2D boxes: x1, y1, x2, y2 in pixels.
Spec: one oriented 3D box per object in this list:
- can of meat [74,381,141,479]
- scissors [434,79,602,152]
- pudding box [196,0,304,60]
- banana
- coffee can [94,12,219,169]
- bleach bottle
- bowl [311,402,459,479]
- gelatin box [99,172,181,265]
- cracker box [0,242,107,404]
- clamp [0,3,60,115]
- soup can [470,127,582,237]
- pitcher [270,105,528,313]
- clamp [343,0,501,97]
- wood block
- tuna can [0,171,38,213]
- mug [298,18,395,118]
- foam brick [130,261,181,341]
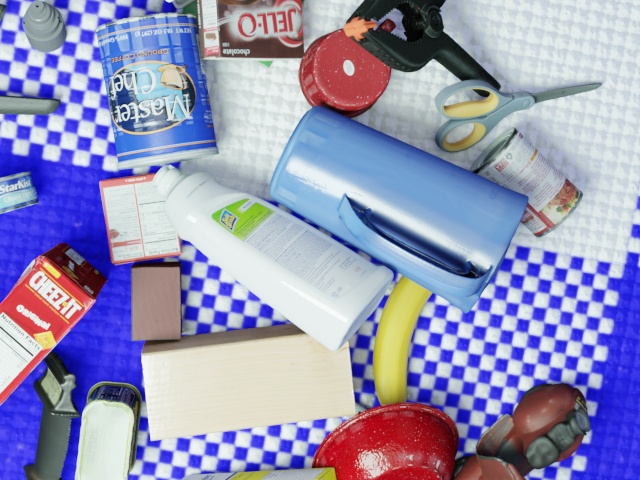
[{"bbox_3d":[-0.217,0.203,1.090,0.057,0.084,0.102,6,93,-7],"label":"can of meat"},{"bbox_3d":[0.204,-0.134,1.144,0.201,0.016,0.096,-1,133,-28],"label":"scissors"},{"bbox_3d":[-0.069,-0.225,1.063,0.113,0.039,0.090,-8,97,-39],"label":"pudding box"},{"bbox_3d":[0.095,0.094,1.141,0.069,0.037,0.198,25,90,-5],"label":"banana"},{"bbox_3d":[-0.163,-0.147,1.066,0.102,0.103,0.140,-9,94,-6],"label":"coffee can"},{"bbox_3d":[-0.057,0.001,1.061,0.251,0.102,0.068,35,133,11],"label":"bleach bottle"},{"bbox_3d":[0.074,0.242,1.098,0.162,0.055,0.162,-8,129,-10],"label":"bowl"},{"bbox_3d":[-0.186,-0.023,1.108,0.073,0.030,0.089,-8,94,-7],"label":"gelatin box"},{"bbox_3d":[-0.308,0.103,1.035,0.072,0.164,0.213,43,88,-9],"label":"cracker box"},{"bbox_3d":[-0.362,-0.161,1.076,0.171,0.039,0.120,-20,94,-4],"label":"clamp"},{"bbox_3d":[0.217,-0.061,1.130,0.102,0.068,0.068,43,88,-6],"label":"soup can"},{"bbox_3d":[0.073,-0.034,1.067,0.243,0.149,0.145,27,75,3],"label":"pitcher"},{"bbox_3d":[0.109,-0.210,1.079,0.209,0.036,0.164,-23,101,-41],"label":"clamp"},{"bbox_3d":[-0.075,0.140,1.099,0.206,0.090,0.091,-7,94,-6],"label":"wood block"},{"bbox_3d":[-0.326,-0.042,1.064,0.086,0.086,0.034,-16,96,-5],"label":"tuna can"},{"bbox_3d":[0.035,-0.182,1.096,0.117,0.081,0.093,-45,97,-2],"label":"mug"},{"bbox_3d":[-0.169,0.062,1.103,0.051,0.053,0.078,0,93,-6],"label":"foam brick"}]
